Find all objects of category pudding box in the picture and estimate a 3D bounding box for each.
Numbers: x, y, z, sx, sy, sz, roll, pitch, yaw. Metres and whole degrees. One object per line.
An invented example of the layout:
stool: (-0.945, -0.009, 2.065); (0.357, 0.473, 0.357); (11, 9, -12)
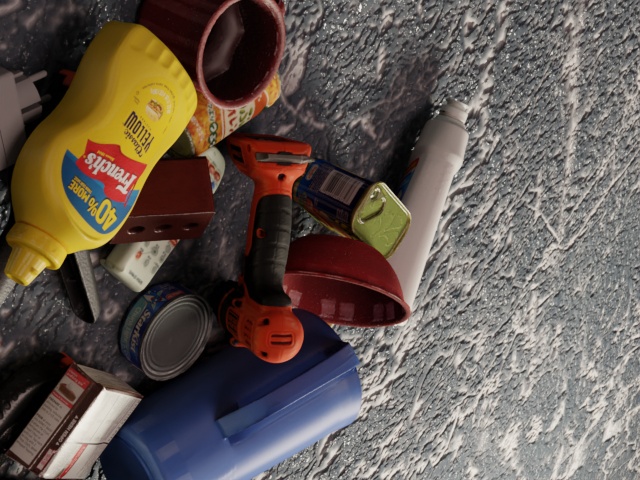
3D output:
pudding box: (-0.200, 0.151, 0.881); (0.090, 0.039, 0.113); (-55, 169, -7)

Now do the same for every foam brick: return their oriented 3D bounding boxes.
foam brick: (-0.129, -0.032, 0.845); (0.078, 0.051, 0.053); (-4, 157, -24)

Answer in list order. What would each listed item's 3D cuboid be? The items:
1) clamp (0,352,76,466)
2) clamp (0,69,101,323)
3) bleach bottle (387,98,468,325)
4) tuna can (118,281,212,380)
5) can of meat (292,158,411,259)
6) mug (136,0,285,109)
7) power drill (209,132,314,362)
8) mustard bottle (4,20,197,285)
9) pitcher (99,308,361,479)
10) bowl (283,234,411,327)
clamp: (-0.259, 0.149, 0.842); (0.171, 0.039, 0.120); (-51, 165, -22)
clamp: (-0.198, -0.021, 0.802); (0.164, 0.036, 0.210); (8, 98, -69)
bleach bottle: (0.105, -0.034, 1.178); (0.102, 0.068, 0.251); (-175, -74, -86)
tuna can: (-0.140, 0.081, 0.965); (0.086, 0.034, 0.086); (-32, 136, -37)
can of meat: (0.031, -0.034, 1.068); (0.057, 0.084, 0.102); (-58, 146, -7)
mug: (-0.080, -0.164, 0.829); (0.117, 0.082, 0.093); (-41, 141, -28)
power drill: (-0.056, 0.001, 0.940); (0.057, 0.185, 0.188); (-1, 99, -21)
mustard bottle: (-0.161, -0.053, 0.744); (0.191, 0.058, 0.096); (-62, 147, -21)
pitcher: (-0.081, 0.166, 1.014); (0.242, 0.145, 0.149); (-27, 134, -38)
bowl: (0.013, 0.036, 1.054); (0.162, 0.162, 0.055); (43, 53, -56)
